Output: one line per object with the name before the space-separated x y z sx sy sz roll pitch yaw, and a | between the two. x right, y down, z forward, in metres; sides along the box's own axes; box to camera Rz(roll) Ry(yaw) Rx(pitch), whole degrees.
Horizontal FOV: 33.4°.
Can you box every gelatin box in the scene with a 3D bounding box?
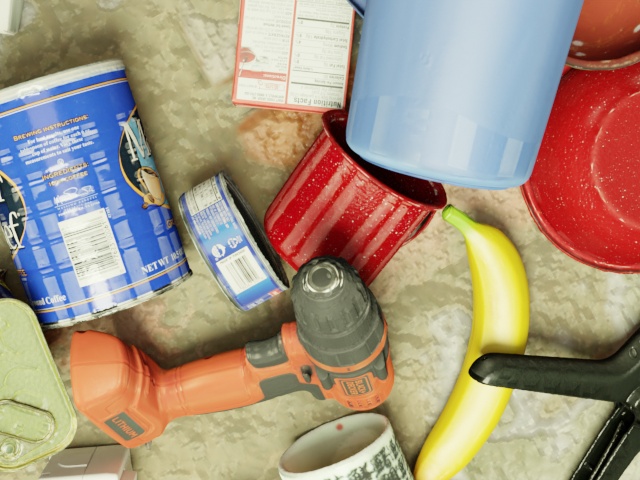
gelatin box | -0.017 -0.127 0.682 0.073 0.030 0.089 5 98 -4

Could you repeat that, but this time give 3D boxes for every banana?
banana | 0.103 0.073 0.711 0.069 0.037 0.198 3 101 -5

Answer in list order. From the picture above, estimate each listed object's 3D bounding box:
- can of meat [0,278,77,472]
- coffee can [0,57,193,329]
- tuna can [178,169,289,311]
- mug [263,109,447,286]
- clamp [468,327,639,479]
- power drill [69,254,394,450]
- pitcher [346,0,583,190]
can of meat | -0.194 0.075 0.642 0.057 0.084 0.102 -25 112 -19
coffee can | -0.148 -0.029 0.654 0.103 0.103 0.140 -17 99 0
tuna can | -0.054 0.001 0.671 0.034 0.086 0.086 -29 98 3
mug | 0.026 -0.020 0.672 0.082 0.117 0.093 -53 52 24
clamp | 0.210 0.115 0.715 0.210 0.036 0.164 -20 114 -9
power drill | -0.051 0.072 0.647 0.188 0.184 0.057 -10 62 6
pitcher | 0.079 -0.159 0.585 0.144 0.149 0.243 6 104 -24
